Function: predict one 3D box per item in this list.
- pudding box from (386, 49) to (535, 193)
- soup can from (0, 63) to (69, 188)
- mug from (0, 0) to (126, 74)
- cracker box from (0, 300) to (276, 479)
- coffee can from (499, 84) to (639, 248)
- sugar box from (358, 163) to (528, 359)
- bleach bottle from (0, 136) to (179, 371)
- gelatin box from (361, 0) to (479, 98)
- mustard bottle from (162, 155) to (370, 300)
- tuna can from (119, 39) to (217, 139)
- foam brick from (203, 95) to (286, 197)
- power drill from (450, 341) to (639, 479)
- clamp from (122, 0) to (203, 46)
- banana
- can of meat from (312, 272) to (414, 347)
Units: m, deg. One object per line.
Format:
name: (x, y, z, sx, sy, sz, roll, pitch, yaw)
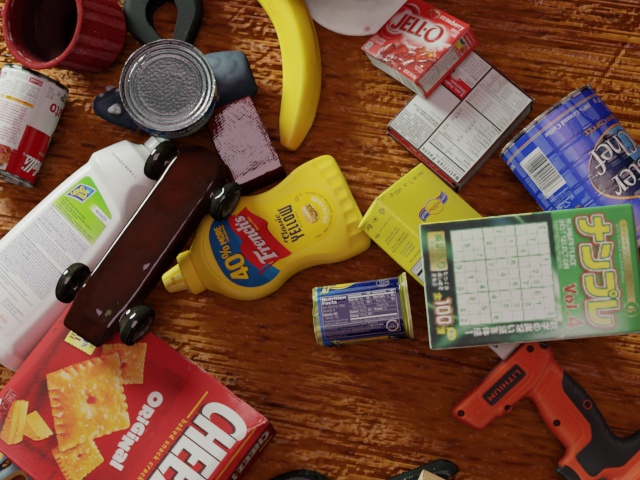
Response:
pudding box: (0.131, -0.115, 1.002, 0.090, 0.039, 0.113, 42, 88, 9)
soup can: (-0.289, -0.109, 1.016, 0.068, 0.068, 0.102, 19, 83, 6)
mug: (-0.248, -0.205, 1.013, 0.117, 0.081, 0.093, 14, 96, 25)
cracker box: (-0.173, 0.167, 0.948, 0.214, 0.072, 0.164, 34, 77, 14)
coffee can: (0.243, -0.052, 0.951, 0.103, 0.103, 0.140, -36, 81, -2)
sugar box: (0.126, 0.015, 0.955, 0.176, 0.093, 0.048, 40, 131, 10)
bleach bottle: (-0.225, 0.000, 0.999, 0.251, 0.068, 0.102, -45, 82, -5)
gelatin box: (0.092, -0.183, 0.998, 0.073, 0.030, 0.089, -46, 47, -2)
mustard bottle: (-0.057, 0.001, 0.988, 0.191, 0.058, 0.096, -24, 84, 1)
tuna can: (-0.136, -0.136, 0.965, 0.086, 0.034, 0.086, 0, 80, 0)
foam brick: (-0.072, -0.088, 1.005, 0.051, 0.053, 0.078, -25, 82, 0)
power drill: (0.206, 0.193, 0.942, 0.184, 0.057, 0.188, -45, 83, 1)
clamp: (-0.169, -0.250, 1.044, 0.120, 0.039, 0.171, -7, 81, 13)
banana: (-0.034, -0.186, 1.028, 0.070, 0.037, 0.198, -23, 79, 18)
can of meat: (0.039, 0.065, 0.951, 0.084, 0.102, 0.057, -7, 82, 5)
